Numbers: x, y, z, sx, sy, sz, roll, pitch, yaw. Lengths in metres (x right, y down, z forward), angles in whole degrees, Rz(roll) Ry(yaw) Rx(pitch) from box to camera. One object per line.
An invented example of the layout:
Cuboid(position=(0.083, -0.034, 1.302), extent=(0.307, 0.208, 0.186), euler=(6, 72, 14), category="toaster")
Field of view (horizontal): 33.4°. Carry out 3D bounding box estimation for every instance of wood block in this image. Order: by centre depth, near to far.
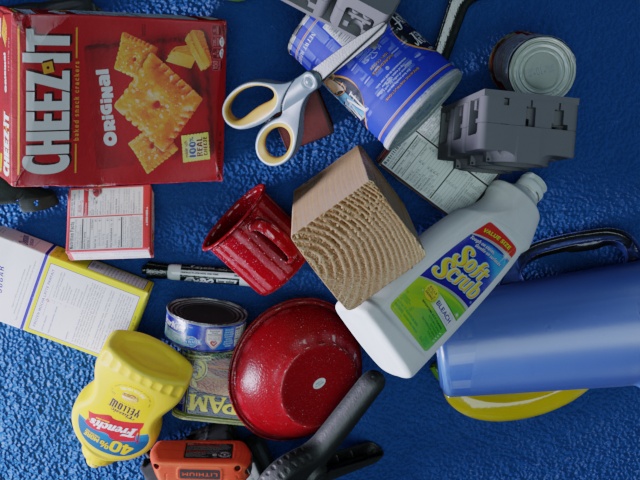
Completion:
Cuboid(position=(0.033, -0.018, 1.040), extent=(0.091, 0.206, 0.090), euler=(-36, 101, 7), category="wood block")

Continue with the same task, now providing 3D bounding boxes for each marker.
Cuboid(position=(-0.132, 0.036, 1.147), extent=(0.121, 0.020, 0.020), euler=(4, 103, -2), category="marker")

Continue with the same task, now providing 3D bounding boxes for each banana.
Cuboid(position=(0.221, 0.163, 1.172), extent=(0.198, 0.037, 0.069), euler=(-5, 103, 0), category="banana")

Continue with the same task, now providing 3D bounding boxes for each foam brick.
Cuboid(position=(-0.019, -0.127, 1.081), extent=(0.051, 0.078, 0.053), euler=(-22, 100, 5), category="foam brick")

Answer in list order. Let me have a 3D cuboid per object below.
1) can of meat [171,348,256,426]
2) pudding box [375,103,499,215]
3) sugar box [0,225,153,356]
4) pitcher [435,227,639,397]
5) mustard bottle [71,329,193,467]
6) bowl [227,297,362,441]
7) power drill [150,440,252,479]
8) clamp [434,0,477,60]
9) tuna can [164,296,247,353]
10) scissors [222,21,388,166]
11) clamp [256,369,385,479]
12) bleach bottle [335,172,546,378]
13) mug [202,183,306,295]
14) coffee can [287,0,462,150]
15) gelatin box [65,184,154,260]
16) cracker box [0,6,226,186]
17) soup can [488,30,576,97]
Cuboid(position=(-0.106, 0.149, 1.156), extent=(0.102, 0.057, 0.084), euler=(6, 101, -2), category="can of meat")
Cuboid(position=(0.128, -0.084, 1.113), extent=(0.113, 0.039, 0.090), euler=(37, 99, -7), category="pudding box")
Cuboid(position=(-0.277, 0.058, 1.138), extent=(0.176, 0.048, 0.093), euler=(23, 104, -3), category="sugar box")
Cuboid(position=(0.240, 0.087, 1.117), extent=(0.243, 0.149, 0.145), euler=(-7, 118, 5), category="pitcher")
Cuboid(position=(-0.213, 0.182, 1.140), extent=(0.096, 0.058, 0.192), euler=(26, 127, -9), category="mustard bottle")
Cuboid(position=(-0.014, 0.144, 1.122), extent=(0.161, 0.055, 0.162), euler=(-7, 106, -27), category="bowl")
Cuboid(position=(-0.141, 0.307, 1.135), extent=(0.184, 0.057, 0.188), euler=(0, 107, -4), category="power drill")
Cuboid(position=(0.127, -0.270, 1.069), extent=(0.120, 0.039, 0.171), euler=(39, 97, -14), category="clamp")
Cuboid(position=(-0.121, 0.089, 1.126), extent=(0.086, 0.086, 0.034), euler=(7, 104, -3), category="tuna can")
Cuboid(position=(-0.007, -0.130, 1.004), extent=(0.202, 0.016, 0.096), euler=(-13, 105, 34), category="scissors")
Cuboid(position=(-0.008, 0.227, 1.099), extent=(0.209, 0.036, 0.165), euler=(-30, 144, -29), category="clamp")
Cuboid(position=(0.134, 0.016, 1.060), extent=(0.250, 0.068, 0.102), euler=(-45, 113, -19), category="bleach bottle")
Cuboid(position=(-0.057, 0.001, 1.095), extent=(0.081, 0.117, 0.093), euler=(44, 72, -15), category="mug")
Cuboid(position=(0.053, -0.172, 1.039), extent=(0.140, 0.102, 0.103), euler=(45, 99, 7), category="coffee can")
Cuboid(position=(-0.219, -0.018, 1.111), extent=(0.089, 0.030, 0.073), euler=(-3, 69, 0), category="gelatin box")
Cuboid(position=(-0.200, -0.139, 1.039), extent=(0.213, 0.072, 0.164), euler=(-3, 105, -27), category="cracker box")
Cuboid(position=(0.209, -0.172, 1.060), extent=(0.068, 0.102, 0.068), euler=(0, 103, -1), category="soup can")
